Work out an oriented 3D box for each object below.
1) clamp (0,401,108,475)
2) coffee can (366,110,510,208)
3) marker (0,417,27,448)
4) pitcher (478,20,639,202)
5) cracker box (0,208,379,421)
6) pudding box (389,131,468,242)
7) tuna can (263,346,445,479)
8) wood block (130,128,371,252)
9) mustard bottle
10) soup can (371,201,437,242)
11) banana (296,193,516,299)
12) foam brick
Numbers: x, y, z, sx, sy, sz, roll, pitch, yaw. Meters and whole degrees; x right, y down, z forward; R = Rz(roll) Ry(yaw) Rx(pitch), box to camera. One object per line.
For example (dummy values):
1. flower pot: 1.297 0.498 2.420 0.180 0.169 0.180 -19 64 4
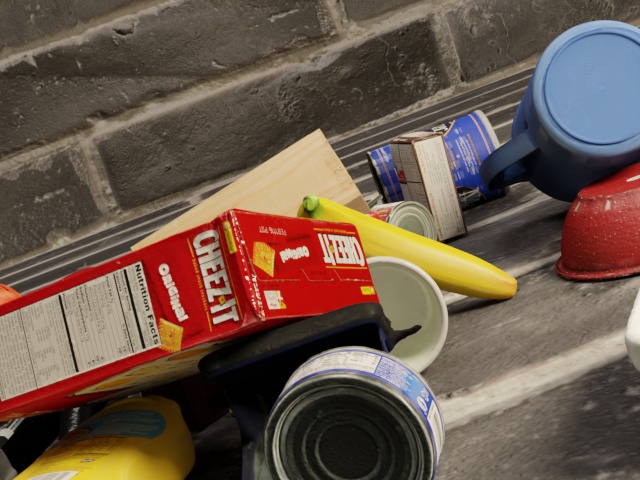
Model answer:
1. clamp: -0.179 0.122 0.784 0.120 0.039 0.171 0 52 40
2. coffee can: 0.136 -0.079 1.240 0.140 0.103 0.103 -21 9 0
3. marker: -0.271 0.168 0.944 0.020 0.020 0.121 -19 9 6
4. pitcher: 0.225 -0.104 0.928 0.145 0.149 0.242 19 0 11
5. cracker box: -0.094 0.047 0.665 0.214 0.072 0.164 -21 -10 24
6. pudding box: 0.114 -0.057 1.129 0.039 0.113 0.090 -19 9 -10
7. tuna can: 0.016 0.097 0.520 0.086 0.086 0.033 -18 11 18
8. wood block: -0.057 0.001 0.993 0.206 0.090 0.090 -32 -32 3
9. mustard bottle: -0.131 0.143 0.658 0.096 0.058 0.191 -12 11 19
10. soup can: 0.058 -0.002 1.064 0.068 0.068 0.102 -27 12 -36
11. banana: 0.055 0.008 0.802 0.197 0.037 0.070 20 3 -27
12. foam brick: -0.093 0.106 0.815 0.051 0.053 0.078 -12 11 41
